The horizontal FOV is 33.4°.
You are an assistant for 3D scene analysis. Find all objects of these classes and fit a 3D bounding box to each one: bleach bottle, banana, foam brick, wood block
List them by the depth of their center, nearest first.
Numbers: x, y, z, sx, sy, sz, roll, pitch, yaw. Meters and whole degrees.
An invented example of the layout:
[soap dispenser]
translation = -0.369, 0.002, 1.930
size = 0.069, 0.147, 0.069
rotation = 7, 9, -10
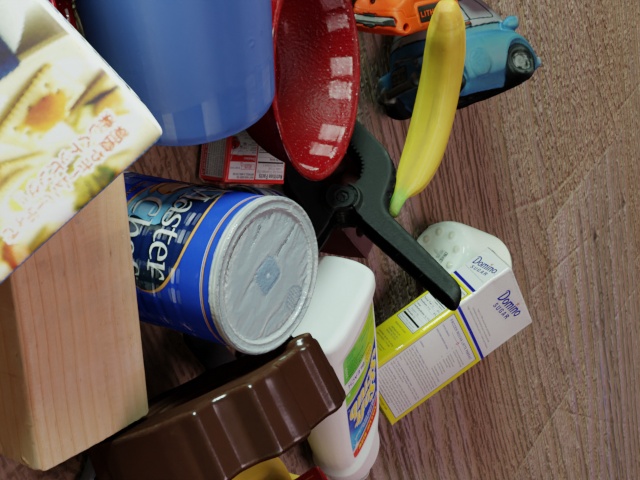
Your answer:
[wood block]
translation = -0.175, 0.020, 0.645
size = 0.090, 0.091, 0.206
rotation = -25, 119, -48
[banana]
translation = 0.096, -0.114, 0.901
size = 0.069, 0.037, 0.198
rotation = -62, 165, -59
[foam brick]
translation = 0.025, -0.031, 0.937
size = 0.053, 0.051, 0.078
rotation = 50, 59, -47
[bleach bottle]
translation = 0.019, 0.132, 0.946
size = 0.251, 0.068, 0.102
rotation = 77, 34, -47

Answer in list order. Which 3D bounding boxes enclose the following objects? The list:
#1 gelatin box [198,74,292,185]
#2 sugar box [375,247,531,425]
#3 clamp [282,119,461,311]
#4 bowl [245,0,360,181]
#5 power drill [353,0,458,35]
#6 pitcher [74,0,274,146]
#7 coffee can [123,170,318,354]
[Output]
[gelatin box]
translation = -0.058, -0.088, 0.828
size = 0.073, 0.030, 0.089
rotation = -4, 102, -55
[sugar box]
translation = 0.115, 0.093, 1.037
size = 0.176, 0.048, 0.093
rotation = -36, 134, -7
[clamp]
translation = 0.009, -0.021, 0.868
size = 0.036, 0.164, 0.210
rotation = 88, -11, -61
[bowl]
translation = -0.024, -0.125, 0.776
size = 0.162, 0.055, 0.162
rotation = 3, 90, -67
[power drill]
translation = 0.079, -0.270, 0.875
size = 0.184, 0.057, 0.188
rotation = -25, 119, -43
[pitcher]
translation = -0.084, -0.186, 0.616
size = 0.149, 0.145, 0.243
rotation = -10, 126, -6
[coffee can]
translation = -0.087, 0.012, 0.719
size = 0.102, 0.141, 0.103
rotation = -19, 114, -50
